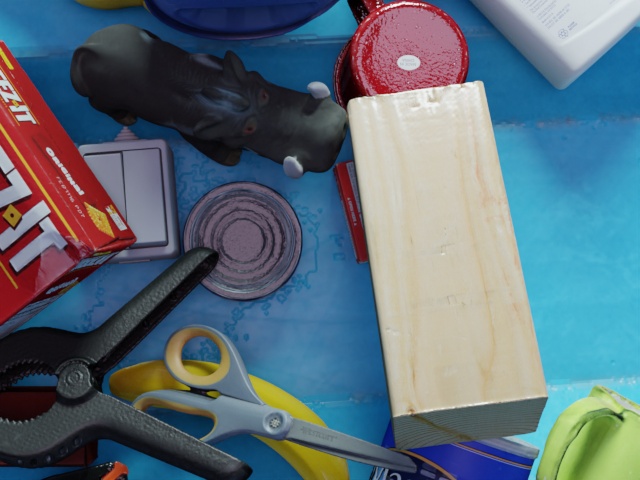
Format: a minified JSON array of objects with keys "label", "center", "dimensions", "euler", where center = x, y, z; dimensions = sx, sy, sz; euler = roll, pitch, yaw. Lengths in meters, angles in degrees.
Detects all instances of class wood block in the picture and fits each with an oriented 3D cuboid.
[{"label":"wood block","center":[0.075,0.016,0.669],"dimensions":[0.090,0.091,0.206],"euler":[-8,66,2]}]

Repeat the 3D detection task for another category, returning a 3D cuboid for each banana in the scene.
[{"label":"banana","center":[-0.052,0.130,0.749],"dimensions":[0.198,0.037,0.069],"euler":[34,86,-1]}]

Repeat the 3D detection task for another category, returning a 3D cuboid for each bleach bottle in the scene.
[{"label":"bleach bottle","center":[0.124,-0.231,0.765],"dimensions":[0.102,0.068,0.251],"euler":[-42,88,-3]}]

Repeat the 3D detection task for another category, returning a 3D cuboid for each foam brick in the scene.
[{"label":"foam brick","center":[-0.195,0.128,0.734],"dimensions":[0.078,0.053,0.051],"euler":[1,87,-2]}]

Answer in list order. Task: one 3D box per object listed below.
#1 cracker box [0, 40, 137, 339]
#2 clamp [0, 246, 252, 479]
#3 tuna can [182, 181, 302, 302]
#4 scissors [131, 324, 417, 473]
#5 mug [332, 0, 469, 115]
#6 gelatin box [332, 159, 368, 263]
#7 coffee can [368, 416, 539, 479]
[{"label":"cracker box","center":[-0.256,-0.005,0.700],"dimensions":[0.214,0.072,0.164],"euler":[-35,89,15]},{"label":"clamp","center":[-0.151,0.085,0.694],"dimensions":[0.210,0.036,0.164],"euler":[-5,61,2]},{"label":"tuna can","center":[-0.055,0.001,0.757],"dimensions":[0.086,0.034,0.086],"euler":[0,87,-3]},{"label":"scissors","center":[-0.032,0.100,0.693],"dimensions":[0.202,0.016,0.096],"euler":[-3,68,20]},{"label":"mug","center":[0.052,-0.129,0.745],"dimensions":[0.093,0.081,0.117],"euler":[-26,88,-4]},{"label":"gelatin box","center":[0.061,-0.029,0.767],"dimensions":[0.089,0.030,0.073],"euler":[-14,86,-3]},{"label":"coffee can","center":[0.076,0.188,0.719],"dimensions":[0.103,0.103,0.140],"euler":[20,86,-2]}]
